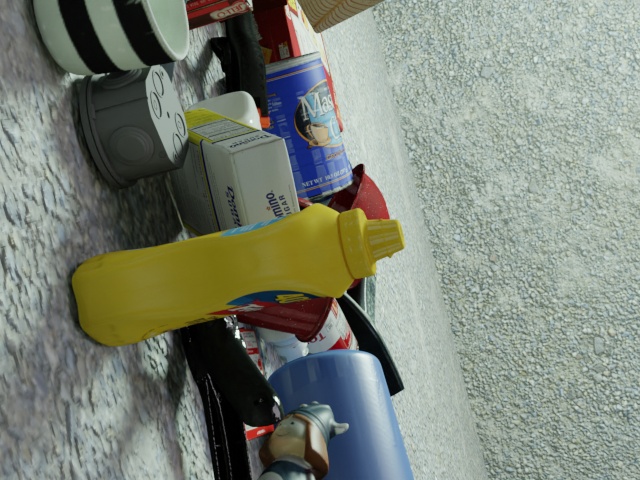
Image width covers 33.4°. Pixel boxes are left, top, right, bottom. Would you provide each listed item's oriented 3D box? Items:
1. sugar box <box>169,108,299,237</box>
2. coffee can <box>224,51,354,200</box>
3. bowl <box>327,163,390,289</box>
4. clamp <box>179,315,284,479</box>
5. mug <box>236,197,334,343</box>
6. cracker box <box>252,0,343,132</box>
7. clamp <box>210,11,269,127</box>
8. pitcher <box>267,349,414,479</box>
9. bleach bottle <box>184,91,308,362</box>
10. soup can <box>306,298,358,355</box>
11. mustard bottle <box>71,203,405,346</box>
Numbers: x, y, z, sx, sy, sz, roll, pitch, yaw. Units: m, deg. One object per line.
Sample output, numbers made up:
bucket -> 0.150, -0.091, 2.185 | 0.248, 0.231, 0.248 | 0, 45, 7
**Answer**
sugar box -> -0.065, -0.038, 0.769 | 0.176, 0.048, 0.093 | 27, -47, 61
coffee can -> -0.032, -0.115, 1.107 | 0.102, 0.103, 0.140 | -60, 135, -75
bowl -> 0.030, 0.000, 1.154 | 0.055, 0.162, 0.162 | 28, 15, -9
clamp -> -0.067, 0.079, 0.724 | 0.165, 0.036, 0.210 | 110, -32, -53
mug -> -0.037, 0.019, 0.861 | 0.093, 0.081, 0.117 | -121, -132, -62
cracker box -> -0.044, -0.230, 1.272 | 0.213, 0.072, 0.164 | 44, 32, -68
clamp -> -0.074, -0.180, 0.994 | 0.120, 0.039, 0.171 | 94, -19, -47
pitcher -> 0.021, 0.229, 0.939 | 0.144, 0.149, 0.243 | 28, 44, -56
bleach bottle -> -0.056, 0.001, 0.944 | 0.102, 0.068, 0.251 | -97, 172, -66
soup can -> -0.007, 0.089, 1.076 | 0.102, 0.068, 0.068 | 64, 17, -48
mustard bottle -> -0.044, 0.017, 0.642 | 0.096, 0.192, 0.058 | 19, 58, -77
